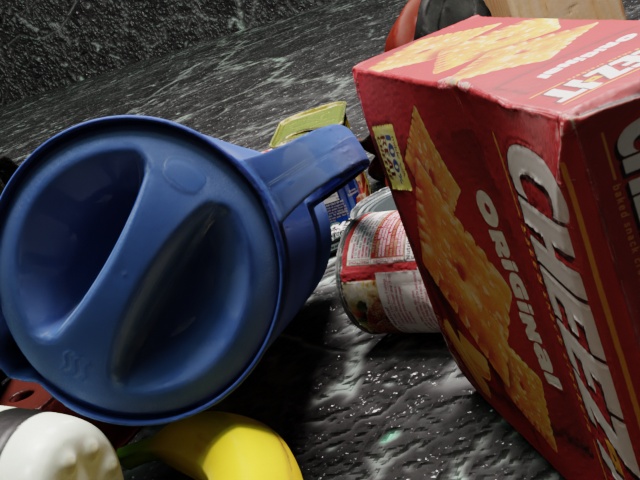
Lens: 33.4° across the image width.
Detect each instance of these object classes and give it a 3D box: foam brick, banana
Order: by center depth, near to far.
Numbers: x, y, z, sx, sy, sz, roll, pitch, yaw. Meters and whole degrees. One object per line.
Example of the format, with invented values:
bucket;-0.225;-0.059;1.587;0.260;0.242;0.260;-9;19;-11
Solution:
banana;-0.037;0.110;0.436;0.069;0.037;0.198;-41;18;-7
foam brick;-0.137;0.093;0.572;0.053;0.051;0.078;-11;18;27

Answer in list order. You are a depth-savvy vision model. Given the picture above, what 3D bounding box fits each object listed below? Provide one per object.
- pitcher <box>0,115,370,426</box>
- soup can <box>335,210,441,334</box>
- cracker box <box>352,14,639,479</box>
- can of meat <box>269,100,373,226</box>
pitcher;-0.054;0.001;0.562;0.149;0.145;0.242;12;6;8
soup can;0.068;0.014;0.556;0.102;0.068;0.068;-5;22;40
cracker box;0.090;0.008;0.380;0.072;0.164;0.214;-23;16;-6
can of meat;0.004;-0.052;0.814;0.057;0.084;0.102;-17;16;9
